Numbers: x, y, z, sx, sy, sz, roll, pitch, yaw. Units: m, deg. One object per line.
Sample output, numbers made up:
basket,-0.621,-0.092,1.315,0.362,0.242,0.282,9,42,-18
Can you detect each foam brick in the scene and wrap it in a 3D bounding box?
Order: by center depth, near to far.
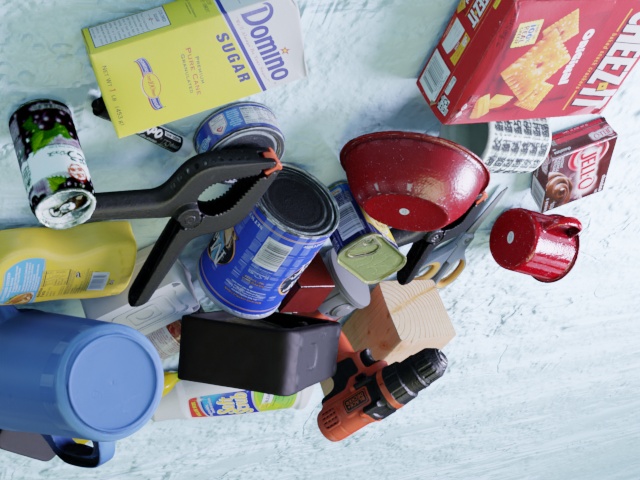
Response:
foam brick,-0.029,0.039,1.228,0.052,0.078,0.051,2,138,-37

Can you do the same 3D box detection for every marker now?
marker,-0.162,-0.104,0.976,0.020,0.020,0.120,-38,146,21

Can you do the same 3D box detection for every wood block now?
wood block,0.081,0.146,1.440,0.090,0.090,0.206,-1,145,-31

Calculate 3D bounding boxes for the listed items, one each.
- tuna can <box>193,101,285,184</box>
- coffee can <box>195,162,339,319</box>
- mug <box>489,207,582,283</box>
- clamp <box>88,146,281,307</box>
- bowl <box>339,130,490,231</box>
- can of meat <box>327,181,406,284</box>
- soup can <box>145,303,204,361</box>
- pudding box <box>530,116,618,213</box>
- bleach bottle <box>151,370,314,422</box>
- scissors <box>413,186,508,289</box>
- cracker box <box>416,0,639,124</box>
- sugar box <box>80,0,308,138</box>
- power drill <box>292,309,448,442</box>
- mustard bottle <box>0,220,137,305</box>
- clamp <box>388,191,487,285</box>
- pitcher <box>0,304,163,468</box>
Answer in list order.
tuna can,-0.078,-0.093,1.036,0.086,0.034,0.086,-18,148,-11
coffee can,-0.057,0.001,1.126,0.102,0.103,0.140,1,140,-36
mug,0.280,-0.001,1.366,0.081,0.093,0.117,12,151,-39
clamp,-0.131,-0.022,1.025,0.210,0.036,0.164,-25,140,-6
bowl,0.094,-0.053,1.120,0.162,0.055,0.162,11,158,4
can of meat,0.043,-0.010,1.197,0.057,0.084,0.102,-33,148,13
soup can,-0.187,0.107,1.231,0.102,0.068,0.068,-31,148,12
pudding box,0.306,-0.091,1.300,0.090,0.039,0.113,-19,149,-9
bleach bottle,-0.135,0.200,1.417,0.250,0.068,0.103,-8,145,-21
scissors,0.168,0.003,1.370,0.096,0.016,0.202,-11,146,-21
cracker box,0.224,-0.195,1.054,0.213,0.072,0.164,-7,145,-29
sugar box,-0.102,-0.157,0.899,0.176,0.048,0.093,-18,137,-7
power drill,0.051,0.131,1.317,0.185,0.188,0.057,-34,146,18
mustard bottle,-0.283,0.025,1.049,0.191,0.058,0.096,-5,148,-30
clamp,0.133,-0.008,1.306,0.171,0.039,0.120,-31,150,10
pitcher,-0.250,0.143,1.060,0.149,0.145,0.243,28,162,-31
